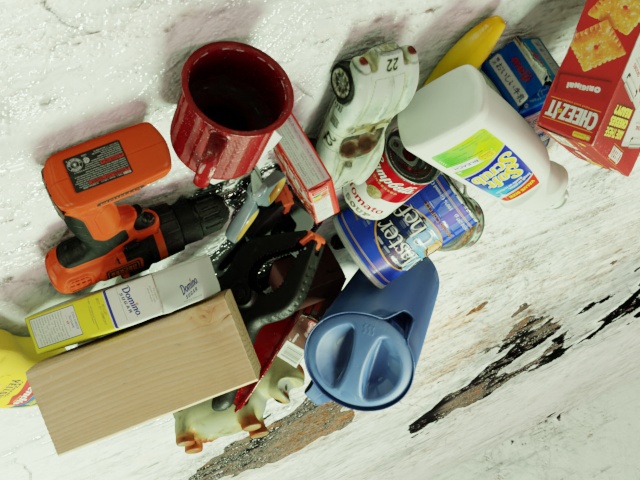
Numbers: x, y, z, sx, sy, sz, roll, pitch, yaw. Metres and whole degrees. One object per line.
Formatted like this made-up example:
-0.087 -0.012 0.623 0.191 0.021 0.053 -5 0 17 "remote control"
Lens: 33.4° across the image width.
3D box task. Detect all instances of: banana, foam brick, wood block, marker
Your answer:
0.131 -0.155 1.100 0.069 0.037 0.198 -35 163 -27 "banana"
-0.017 0.048 1.319 0.078 0.053 0.051 -19 155 -24 "foam brick"
-0.173 0.128 1.063 0.206 0.091 0.090 -21 -177 0 "wood block"
0.059 -0.004 1.348 0.120 0.020 0.020 -9 149 -42 "marker"

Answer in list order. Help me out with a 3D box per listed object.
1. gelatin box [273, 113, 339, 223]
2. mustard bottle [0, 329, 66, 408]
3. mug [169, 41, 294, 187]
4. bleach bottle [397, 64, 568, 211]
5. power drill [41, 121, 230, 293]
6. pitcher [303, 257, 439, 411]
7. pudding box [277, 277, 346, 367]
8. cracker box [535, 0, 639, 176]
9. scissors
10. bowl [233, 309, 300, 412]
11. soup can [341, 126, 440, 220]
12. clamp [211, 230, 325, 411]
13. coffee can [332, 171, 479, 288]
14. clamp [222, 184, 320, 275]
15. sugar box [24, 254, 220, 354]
-0.018 -0.070 1.021 0.030 0.089 0.073 -29 157 -6 "gelatin box"
-0.321 0.141 1.133 0.096 0.058 0.191 -41 156 12 "mustard bottle"
-0.080 -0.093 0.874 0.093 0.117 0.082 19 147 -10 "mug"
0.191 -0.089 1.105 0.103 0.068 0.250 -27 145 32 "bleach bottle"
-0.168 -0.029 0.963 0.184 0.057 0.188 -24 157 -15 "power drill"
0.068 0.103 1.336 0.149 0.145 0.242 2 -157 17 "pitcher"
-0.013 0.101 1.399 0.114 0.039 0.090 -55 -175 49 "pudding box"
0.306 -0.187 1.077 0.164 0.072 0.214 16 98 -60 "cracker box"
-0.071 -0.034 1.023 0.096 0.016 0.201 -53 176 8 "scissors"
-0.088 0.136 1.358 0.162 0.055 0.162 -58 -176 5 "bowl"
0.074 -0.070 1.138 0.068 0.068 0.102 -15 166 -33 "soup can"
-0.076 0.070 1.135 0.210 0.164 0.036 -34 160 14 "clamp"
0.099 -0.024 1.245 0.140 0.103 0.102 -35 157 10 "coffee can"
-0.058 0.001 1.191 0.120 0.039 0.171 -24 149 -13 "clamp"
-0.195 0.064 1.048 0.177 0.048 0.093 -16 -177 32 "sugar box"
